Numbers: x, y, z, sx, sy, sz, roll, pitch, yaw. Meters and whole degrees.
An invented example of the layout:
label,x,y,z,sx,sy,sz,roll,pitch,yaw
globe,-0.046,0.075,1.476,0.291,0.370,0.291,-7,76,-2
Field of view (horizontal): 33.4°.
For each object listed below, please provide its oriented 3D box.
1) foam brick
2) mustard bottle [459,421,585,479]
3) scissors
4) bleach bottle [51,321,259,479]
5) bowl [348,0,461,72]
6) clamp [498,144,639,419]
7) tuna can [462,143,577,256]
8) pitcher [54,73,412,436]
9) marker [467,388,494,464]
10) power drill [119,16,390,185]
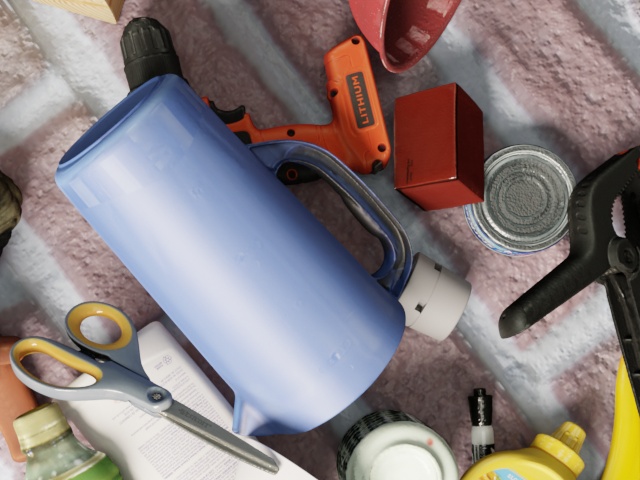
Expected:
label,x,y,z,sx,sy,sz,roll,pitch,yaw
foam brick,0.089,-0.069,0.803,0.053,0.051,0.078,-9,69,31
mustard bottle,0.133,0.211,0.769,0.096,0.058,0.191,36,74,9
scissors,-0.111,0.093,0.728,0.202,0.016,0.096,15,42,8
bleach bottle,-0.081,0.185,0.783,0.102,0.068,0.251,-38,89,-20
bowl,0.065,-0.209,0.786,0.055,0.162,0.162,28,84,18
clamp,0.206,0.016,0.786,0.164,0.036,0.210,25,65,-27
tuna can,0.155,-0.031,0.826,0.086,0.034,0.086,0,85,-2
pitcher,-0.055,0.001,0.734,0.145,0.149,0.242,-29,112,31
marker,0.125,0.174,0.815,0.020,0.020,0.121,-3,85,-2
power drill,-0.050,-0.098,0.816,0.187,0.057,0.184,-15,89,0
